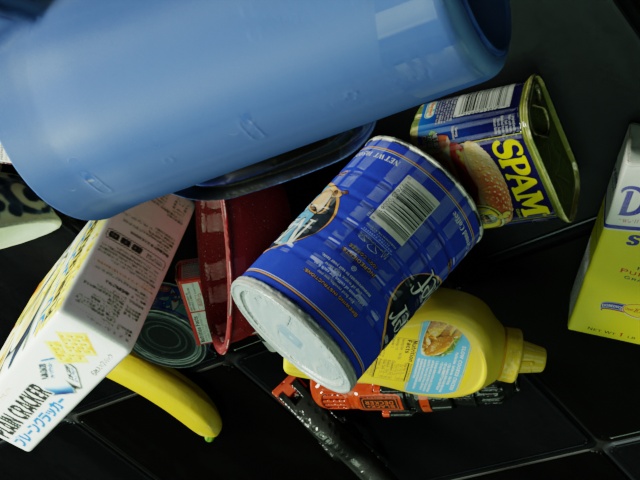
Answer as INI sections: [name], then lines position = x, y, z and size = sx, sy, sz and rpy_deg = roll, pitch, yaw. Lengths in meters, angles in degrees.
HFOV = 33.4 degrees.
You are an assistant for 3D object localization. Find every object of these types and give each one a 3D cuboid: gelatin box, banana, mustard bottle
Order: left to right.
[banana]
position = -0.163, 0.146, 1.045
size = 0.197, 0.037, 0.070
rpy_deg = 40, 133, -24
[gelatin box]
position = -0.069, 0.045, 0.888
size = 0.089, 0.030, 0.073
rpy_deg = -10, 128, 2
[mustard bottle]
position = 0.072, 0.074, 0.793
size = 0.191, 0.058, 0.096
rpy_deg = 9, 131, 0

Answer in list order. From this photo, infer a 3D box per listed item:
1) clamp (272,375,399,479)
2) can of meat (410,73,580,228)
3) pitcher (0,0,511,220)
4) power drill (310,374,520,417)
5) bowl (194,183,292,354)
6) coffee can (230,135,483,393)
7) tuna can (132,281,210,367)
[clamp]
position = 0.026, 0.192, 0.991
size = 0.171, 0.039, 0.120
rpy_deg = 43, 173, -26
[can of meat]
position = 0.118, -0.055, 0.720
size = 0.084, 0.057, 0.102
rpy_deg = -8, 132, 30
[pitcher]
position = -0.031, -0.095, 0.536
size = 0.243, 0.149, 0.145
rpy_deg = -14, 98, 25
[power drill]
position = 0.061, 0.077, 0.881
size = 0.185, 0.057, 0.187
rpy_deg = -5, 133, 19
[bowl]
position = -0.055, 0.001, 0.785
size = 0.055, 0.162, 0.162
rpy_deg = -5, 140, -14
[coffee can]
position = 0.025, 0.015, 0.704
size = 0.103, 0.140, 0.103
rpy_deg = 38, 161, 15
[tuna can]
position = -0.138, 0.077, 0.965
size = 0.086, 0.033, 0.086
rpy_deg = 10, 138, 9
